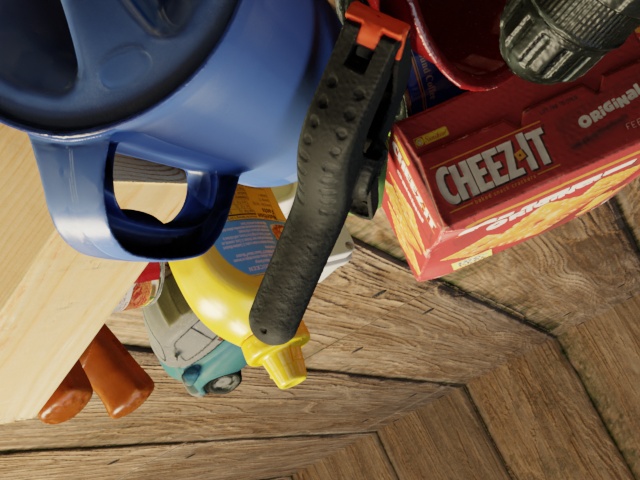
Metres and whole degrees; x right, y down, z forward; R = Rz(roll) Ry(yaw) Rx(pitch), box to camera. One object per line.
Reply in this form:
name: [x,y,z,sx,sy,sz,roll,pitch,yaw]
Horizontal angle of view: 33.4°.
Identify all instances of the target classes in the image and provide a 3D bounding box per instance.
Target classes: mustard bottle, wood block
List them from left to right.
wood block: [-0.170,0.010,0.613,0.090,0.091,0.206,-2,138,-54]
mustard bottle: [-0.055,0.001,0.653,0.058,0.192,0.096,-36,160,29]

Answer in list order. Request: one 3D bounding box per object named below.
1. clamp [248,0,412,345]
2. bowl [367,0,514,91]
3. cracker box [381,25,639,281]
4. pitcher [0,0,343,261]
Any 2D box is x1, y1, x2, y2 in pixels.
clamp: [0.014,-0.040,0.510,0.120,0.039,0.172,-60,173,-52]
bowl: [0.059,-0.153,0.505,0.055,0.162,0.161,10,-173,36]
cracker box: [0.125,-0.046,0.640,0.164,0.072,0.213,-24,172,-2]
pitcher: [-0.058,-0.081,0.483,0.149,0.145,0.242,-45,166,7]
